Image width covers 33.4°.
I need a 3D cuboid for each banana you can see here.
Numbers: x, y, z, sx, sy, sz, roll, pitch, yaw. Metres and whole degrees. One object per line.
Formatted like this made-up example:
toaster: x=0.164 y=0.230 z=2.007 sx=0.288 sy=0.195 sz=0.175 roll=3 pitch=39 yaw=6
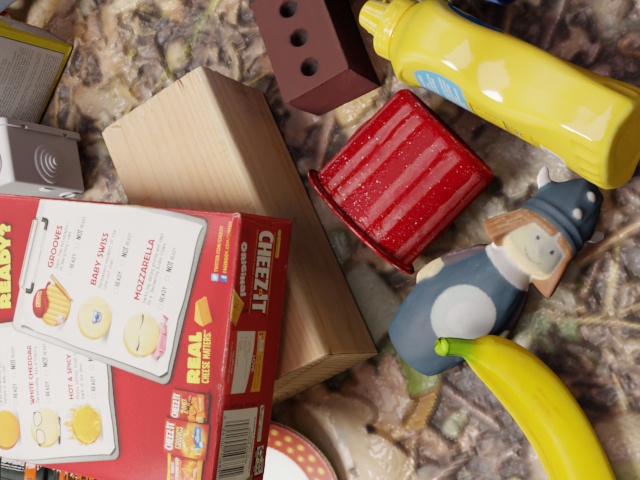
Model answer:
banana: x=0.137 y=0.131 z=0.625 sx=0.198 sy=0.069 sz=0.037 roll=59 pitch=153 yaw=4

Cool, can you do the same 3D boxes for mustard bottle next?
mustard bottle: x=0.103 y=-0.099 z=0.640 sx=0.192 sy=0.096 sz=0.058 roll=32 pitch=98 yaw=25

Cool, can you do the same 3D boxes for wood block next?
wood block: x=-0.055 y=0.001 z=0.714 sx=0.091 sy=0.090 sz=0.206 roll=-29 pitch=74 yaw=20

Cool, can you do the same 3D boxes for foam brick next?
foam brick: x=-0.004 y=-0.132 z=0.720 sx=0.053 sy=0.051 sz=0.078 roll=-25 pitch=76 yaw=23

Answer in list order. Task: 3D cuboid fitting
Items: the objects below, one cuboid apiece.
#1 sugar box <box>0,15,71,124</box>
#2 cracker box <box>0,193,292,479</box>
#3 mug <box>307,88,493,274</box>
sugar box: x=-0.265 y=-0.124 z=0.778 sx=0.048 sy=0.176 sz=0.093 roll=31 pitch=101 yaw=22
cracker box: x=-0.129 y=0.058 z=0.658 sx=0.214 sy=0.072 sz=0.164 roll=5 pitch=89 yaw=29
mug: x=0.049 y=-0.045 z=0.675 sx=0.081 sy=0.093 sz=0.117 roll=-46 pitch=32 yaw=11
